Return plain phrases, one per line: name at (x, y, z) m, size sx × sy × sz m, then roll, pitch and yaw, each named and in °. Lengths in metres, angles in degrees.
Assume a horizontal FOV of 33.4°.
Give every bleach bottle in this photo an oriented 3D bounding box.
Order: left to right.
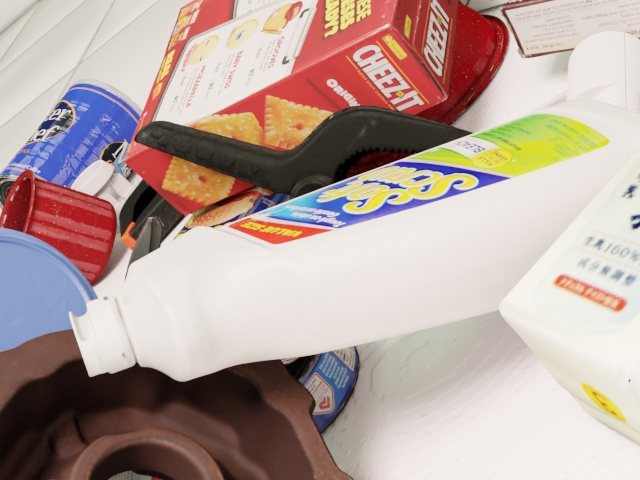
bleach bottle at (0.021, 0.007, 0.449) m, size 0.250 × 0.068 × 0.103 m, roll -18°, pitch 22°, yaw -12°

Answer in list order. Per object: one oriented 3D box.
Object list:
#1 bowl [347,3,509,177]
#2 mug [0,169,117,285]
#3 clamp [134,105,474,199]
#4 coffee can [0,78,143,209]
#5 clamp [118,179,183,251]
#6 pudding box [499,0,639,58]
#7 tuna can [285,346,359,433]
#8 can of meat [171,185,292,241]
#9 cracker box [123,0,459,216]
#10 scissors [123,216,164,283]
bowl at (0.050, -0.121, 0.751) m, size 0.162 × 0.055 × 0.162 m, roll -34°, pitch 27°, yaw 20°
mug at (-0.230, 0.004, 0.926) m, size 0.093 × 0.081 × 0.117 m, roll -38°, pitch 44°, yaw 44°
clamp at (0.000, -0.009, 0.615) m, size 0.210 × 0.164 × 0.036 m, roll -12°, pitch -1°, yaw 19°
coffee can at (-0.246, -0.078, 1.071) m, size 0.103 × 0.102 × 0.140 m, roll -12°, pitch 39°, yaw 49°
clamp at (-0.125, -0.060, 0.940) m, size 0.120 × 0.039 × 0.171 m, roll -31°, pitch 33°, yaw 35°
pudding box at (0.171, -0.142, 0.594) m, size 0.089 × 0.039 × 0.114 m, roll -36°, pitch 18°, yaw -28°
tuna can at (-0.021, 0.075, 0.574) m, size 0.086 × 0.033 × 0.086 m, roll -34°, pitch 26°, yaw 19°
can of meat at (-0.055, 0.001, 0.717) m, size 0.102 × 0.057 × 0.083 m, roll -10°, pitch 38°, yaw 49°
cracker box at (-0.014, -0.124, 0.698) m, size 0.214 × 0.072 × 0.164 m, roll -21°, pitch 41°, yaw 33°
scissors at (-0.093, 0.047, 0.618) m, size 0.202 × 0.096 × 0.016 m, roll -38°, pitch 33°, yaw 51°
